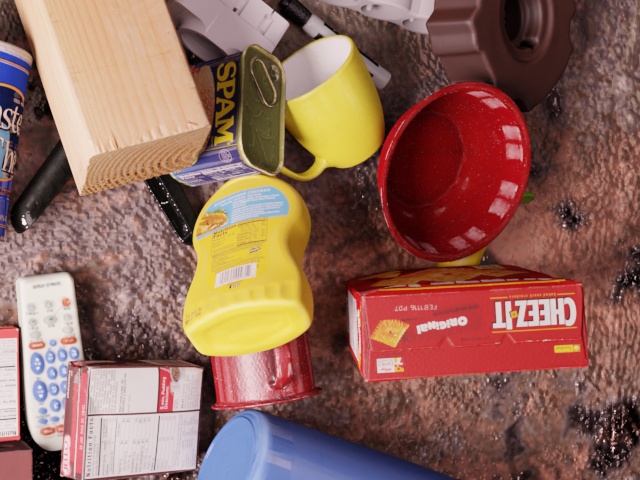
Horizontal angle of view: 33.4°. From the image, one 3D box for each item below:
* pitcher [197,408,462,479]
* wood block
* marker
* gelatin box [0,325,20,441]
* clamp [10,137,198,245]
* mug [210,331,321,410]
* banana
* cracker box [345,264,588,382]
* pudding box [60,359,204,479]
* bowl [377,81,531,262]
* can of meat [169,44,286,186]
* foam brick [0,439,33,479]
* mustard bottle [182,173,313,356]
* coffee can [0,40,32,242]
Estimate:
[{"bbox_3d":[0.016,0.237,0.887,0.242,0.145,0.149,27,71,-25],"label":"pitcher"},{"bbox_3d":[-0.161,-0.150,0.781,0.090,0.090,0.206,-16,79,-21],"label":"wood block"},{"bbox_3d":[0.012,-0.177,0.952,0.121,0.020,0.020,36,76,-20],"label":"marker"},{"bbox_3d":[-0.270,0.111,0.817,0.073,0.030,0.089,-1,90,-26],"label":"gelatin box"},{"bbox_3d":[-0.173,-0.096,0.846,0.164,0.036,0.210,-4,89,-42],"label":"clamp"},{"bbox_3d":[-0.047,0.091,0.873,0.093,0.117,0.081,-8,88,-15],"label":"mug"},{"bbox_3d":[0.141,0.023,0.998,0.069,0.037,0.197,32,77,-19],"label":"banana"},{"bbox_3d":[0.107,0.061,0.862,0.164,0.214,0.072,-4,91,-1],"label":"cracker box"},{"bbox_3d":[-0.149,0.142,0.851,0.113,0.039,0.090,5,88,-41],"label":"pudding box"},{"bbox_3d":[0.107,-0.065,0.944,0.161,0.055,0.162,-11,113,-28],"label":"bowl"},{"bbox_3d":[-0.078,-0.098,0.859,0.057,0.084,0.102,21,66,-54],"label":"can of meat"},{"bbox_3d":[-0.261,0.183,0.808,0.078,0.053,0.051,-1,90,-25],"label":"foam brick"},{"bbox_3d":[-0.055,0.001,0.854,0.096,0.191,0.058,-17,132,14],"label":"mustard bottle"},{"bbox_3d":[-0.272,-0.075,0.777,0.102,0.103,0.140,9,86,-24],"label":"coffee can"}]
